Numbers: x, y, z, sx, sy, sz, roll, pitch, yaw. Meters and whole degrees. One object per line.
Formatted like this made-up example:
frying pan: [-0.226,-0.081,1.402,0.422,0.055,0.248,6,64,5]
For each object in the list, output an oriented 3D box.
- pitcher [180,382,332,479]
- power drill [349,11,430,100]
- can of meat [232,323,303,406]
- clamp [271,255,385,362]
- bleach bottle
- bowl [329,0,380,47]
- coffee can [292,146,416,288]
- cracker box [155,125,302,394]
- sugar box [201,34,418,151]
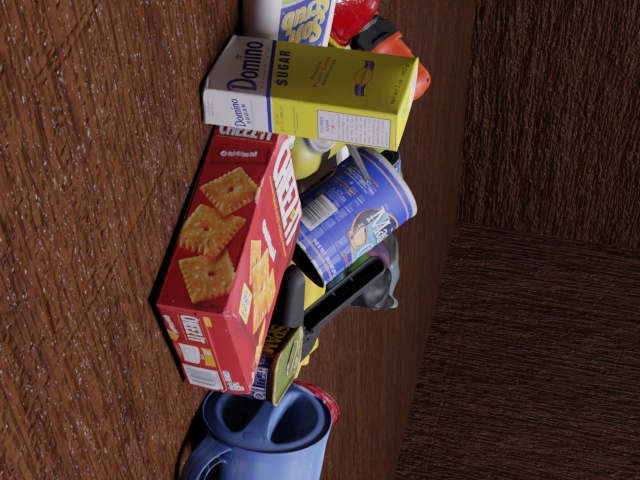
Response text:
pitcher: [-0.075,0.278,1.128,0.145,0.149,0.243,-97,-167,-63]
power drill: [0.049,-0.219,1.304,0.057,0.184,0.188,-37,171,-13]
can of meat: [-0.071,0.118,1.079,0.102,0.084,0.057,-51,149,-67]
clamp: [-0.019,0.095,1.193,0.164,0.036,0.210,-10,140,-47]
bleach bottle: [-0.028,-0.206,1.025,0.102,0.068,0.251,-23,131,-36]
bowl: [0.024,-0.290,1.130,0.162,0.055,0.162,-16,90,-72]
coffee can: [0.025,-0.028,1.225,0.140,0.103,0.103,-39,156,-11]
cracker box: [-0.077,0.013,0.994,0.164,0.072,0.213,82,20,-57]
sugar box: [-0.008,-0.133,0.944,0.093,0.176,0.048,-69,166,-45]
